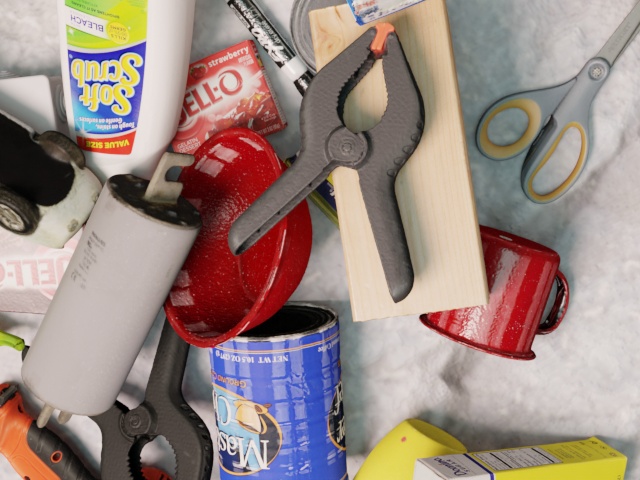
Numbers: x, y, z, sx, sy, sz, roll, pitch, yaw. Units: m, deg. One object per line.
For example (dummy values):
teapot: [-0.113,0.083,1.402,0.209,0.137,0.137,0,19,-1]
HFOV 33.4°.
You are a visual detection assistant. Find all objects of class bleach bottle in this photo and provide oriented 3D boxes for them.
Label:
bleach bottle: [-0.137,-0.111,0.774,0.103,0.068,0.251,17,128,15]

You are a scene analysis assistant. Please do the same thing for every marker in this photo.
marker: [-0.036,-0.151,0.815,0.020,0.020,0.121,-38,96,11]

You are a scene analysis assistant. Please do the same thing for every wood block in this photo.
wood block: [0.056,-0.054,0.728,0.091,0.090,0.206,-9,88,9]

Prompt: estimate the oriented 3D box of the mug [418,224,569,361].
mug: [0.141,0.038,0.809,0.117,0.093,0.081,14,99,-24]

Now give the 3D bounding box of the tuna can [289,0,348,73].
tuna can: [0.021,-0.162,0.800,0.086,0.033,0.086,1,102,5]

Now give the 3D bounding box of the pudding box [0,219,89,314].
pudding box: [-0.239,0.011,0.857,0.113,0.039,0.090,4,102,4]

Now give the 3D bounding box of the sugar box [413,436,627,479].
sugar box: [0.150,0.207,0.816,0.175,0.048,0.093,-2,105,-31]

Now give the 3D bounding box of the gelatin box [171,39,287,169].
gelatin box: [-0.080,-0.105,0.823,0.089,0.030,0.073,-21,99,9]

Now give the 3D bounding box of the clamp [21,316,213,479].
clamp: [-0.150,0.143,0.846,0.165,0.036,0.210,-19,74,13]

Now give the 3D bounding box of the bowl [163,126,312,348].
bowl: [-0.055,0.001,0.782,0.055,0.162,0.162,12,106,-38]

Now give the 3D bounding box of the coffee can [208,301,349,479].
coffee can: [-0.032,0.128,0.830,0.103,0.102,0.140,-3,101,6]

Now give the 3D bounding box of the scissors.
scissors: [0.185,-0.127,0.801,0.096,0.016,0.202,20,103,1]

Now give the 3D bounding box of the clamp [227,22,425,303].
clamp: [0.009,-0.052,0.670,0.120,0.039,0.171,8,85,4]

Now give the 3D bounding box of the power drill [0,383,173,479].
power drill: [-0.238,0.225,0.895,0.187,0.057,0.184,39,99,-6]
